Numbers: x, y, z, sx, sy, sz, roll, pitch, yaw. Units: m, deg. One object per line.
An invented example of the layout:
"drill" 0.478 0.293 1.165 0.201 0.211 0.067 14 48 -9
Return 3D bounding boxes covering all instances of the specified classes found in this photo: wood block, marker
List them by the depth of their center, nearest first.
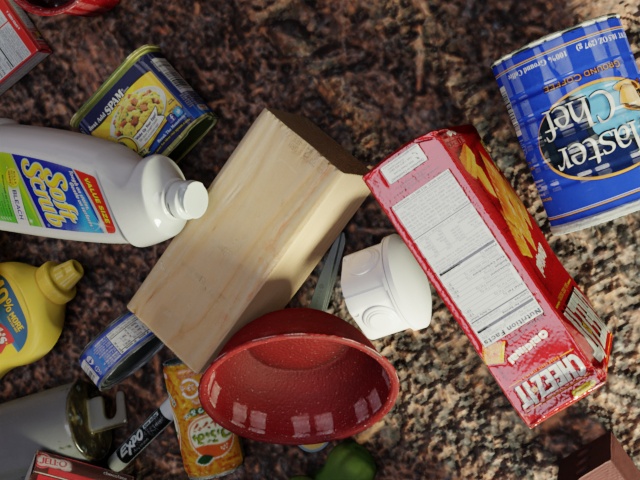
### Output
"wood block" -0.056 0.001 0.893 0.090 0.090 0.206 41 105 16
"marker" -0.170 0.188 0.985 0.121 0.020 0.020 -45 83 15

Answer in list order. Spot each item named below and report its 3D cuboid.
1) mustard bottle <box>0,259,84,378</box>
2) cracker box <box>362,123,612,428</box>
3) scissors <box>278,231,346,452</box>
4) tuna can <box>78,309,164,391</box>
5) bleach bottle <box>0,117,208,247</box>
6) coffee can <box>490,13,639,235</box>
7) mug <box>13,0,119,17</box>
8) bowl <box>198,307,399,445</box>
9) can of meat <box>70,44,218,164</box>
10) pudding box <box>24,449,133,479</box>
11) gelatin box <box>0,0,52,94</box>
"mustard bottle" -0.295 0.076 0.989 0.192 0.058 0.096 -34 75 16
"cracker box" 0.134 0.016 0.806 0.072 0.164 0.214 -35 85 18
"scissors" 0.002 0.100 0.930 0.096 0.016 0.202 35 104 8
"tuna can" -0.171 0.092 0.941 0.086 0.086 0.034 -44 82 15
"bleach bottle" -0.198 -0.050 0.898 0.251 0.067 0.102 6 111 36
"coffee can" 0.201 -0.086 0.808 0.103 0.102 0.140 -21 90 17
"mug" -0.225 -0.246 0.924 0.093 0.081 0.117 -43 84 15
"bowl" -0.018 0.104 0.872 0.162 0.162 0.055 -18 46 17
"can of meat" -0.152 -0.105 0.931 0.102 0.057 0.084 -43 86 16
"pudding box" -0.228 0.243 0.960 0.090 0.039 0.114 20 127 -13
"gelatin box" -0.303 -0.177 0.981 0.089 0.030 0.073 -36 87 16
